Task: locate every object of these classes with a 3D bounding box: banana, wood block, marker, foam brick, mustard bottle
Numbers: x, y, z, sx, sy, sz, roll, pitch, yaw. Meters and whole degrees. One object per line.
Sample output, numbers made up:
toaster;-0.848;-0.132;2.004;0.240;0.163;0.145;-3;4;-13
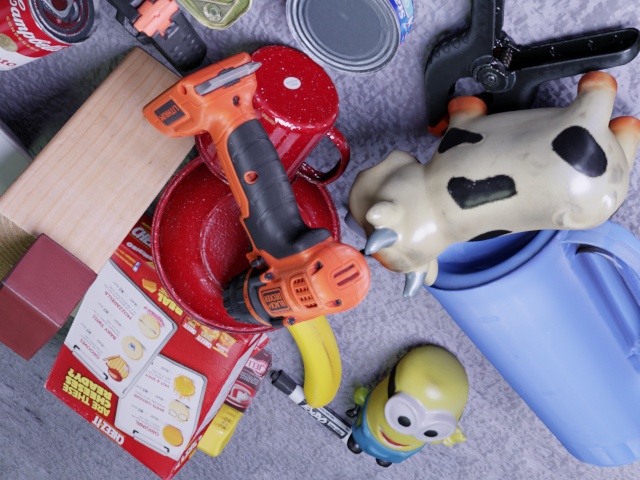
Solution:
banana;-0.012;0.105;1.062;0.070;0.037;0.197;19;143;42
wood block;-0.179;-0.049;0.858;0.090;0.205;0.091;37;142;-9
marker;-0.006;0.180;1.151;0.121;0.020;0.020;40;141;-12
foam brick;-0.204;0.041;0.762;0.051;0.053;0.078;39;142;-11
mustard bottle;-0.182;0.169;1.199;0.191;0.096;0.058;29;102;4

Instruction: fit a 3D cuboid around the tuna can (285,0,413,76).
tuna can;0.021;-0.159;0.745;0.086;0.033;0.086;18;140;15

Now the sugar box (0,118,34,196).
sugar box;-0.302;-0.090;0.951;0.093;0.048;0.176;47;176;-20

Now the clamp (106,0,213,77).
clamp;-0.117;-0.154;0.759;0.164;0.036;0.210;43;180;-24

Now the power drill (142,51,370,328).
power drill;-0.053;-0.026;0.748;0.185;0.057;0.187;-17;102;61

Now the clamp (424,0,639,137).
clamp;0.130;-0.118;0.717;0.120;0.039;0.172;33;148;3

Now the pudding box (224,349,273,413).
pudding box;-0.115;0.132;1.151;0.113;0.039;0.090;29;142;2

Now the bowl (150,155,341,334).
bowl;-0.056;0.001;0.869;0.162;0.162;0.055;40;176;-12

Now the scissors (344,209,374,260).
scissors;0.036;-0.003;0.827;0.096;0.016;0.201;35;-170;25

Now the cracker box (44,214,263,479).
cracker box;-0.160;0.107;1.046;0.164;0.072;0.214;36;124;9

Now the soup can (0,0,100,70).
soup can;-0.236;-0.180;0.862;0.102;0.068;0.068;-9;128;40

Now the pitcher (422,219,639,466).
pitcher;0.189;0.064;0.808;0.145;0.149;0.242;-33;120;11

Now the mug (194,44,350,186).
mug;-0.029;-0.087;0.814;0.117;0.093;0.082;38;137;-5
